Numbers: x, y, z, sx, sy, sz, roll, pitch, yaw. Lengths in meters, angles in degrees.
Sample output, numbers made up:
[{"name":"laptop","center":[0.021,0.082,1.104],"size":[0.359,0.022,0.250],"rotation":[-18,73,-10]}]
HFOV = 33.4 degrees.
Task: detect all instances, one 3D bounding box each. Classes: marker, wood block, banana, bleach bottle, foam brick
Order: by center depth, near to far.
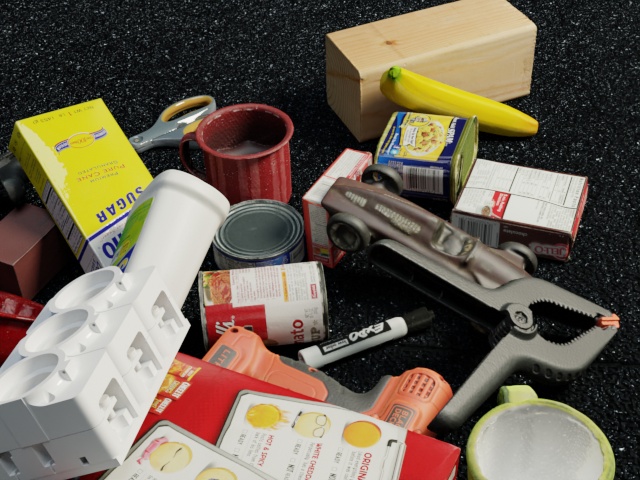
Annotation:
[{"name":"bleach bottle","center":[-0.150,0.070,0.830],"size":[0.068,0.103,0.250],"rotation":[30,55,-18]},{"name":"marker","center":[0.040,0.081,0.883],"size":[0.121,0.020,0.020],"rotation":[-18,42,-17]},{"name":"foam brick","center":[-0.269,0.012,0.965],"size":[0.053,0.051,0.078],"rotation":[17,44,22]},{"name":"banana","center":[0.130,-0.139,1.084],"size":[0.197,0.037,0.070],"rotation":[13,11,-31]},{"name":"wood block","center":[0.117,-0.189,1.150],"size":[0.205,0.090,0.091],"rotation":[-17,42,-16]}]

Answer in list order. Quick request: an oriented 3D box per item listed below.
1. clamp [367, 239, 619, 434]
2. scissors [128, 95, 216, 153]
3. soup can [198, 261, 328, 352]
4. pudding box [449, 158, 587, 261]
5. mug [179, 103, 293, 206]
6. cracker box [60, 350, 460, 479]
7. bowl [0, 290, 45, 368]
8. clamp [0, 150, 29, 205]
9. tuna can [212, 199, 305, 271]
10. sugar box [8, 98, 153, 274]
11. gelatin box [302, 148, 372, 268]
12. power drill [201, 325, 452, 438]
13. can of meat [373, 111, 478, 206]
[{"name":"clamp","center":[0.140,0.062,0.830],"size":[0.209,0.036,0.164],"rotation":[-5,56,-30]},{"name":"scissors","center":[-0.173,-0.098,1.118],"size":[0.096,0.016,0.201],"rotation":[26,48,31]},{"name":"soup can","center":[-0.047,0.054,0.884],"size":[0.102,0.068,0.068],"rotation":[-5,40,-3]},{"name":"pudding box","center":[0.185,-0.030,0.993],"size":[0.114,0.039,0.090],"rotation":[13,42,16]},{"name":"mug","center":[-0.082,-0.075,1.032],"size":[0.117,0.081,0.093],"rotation":[8,41,14]},{"name":"cracker box","center":[-0.043,0.171,0.659],"size":[0.214,0.072,0.164],"rotation":[16,40,21]},{"name":"bowl","center":[-0.295,0.067,0.861],"size":[0.162,0.055,0.162],"rotation":[16,-2,0]},{"name":"clamp","center":[-0.322,-0.056,1.043],"size":[0.120,0.039,0.171],"rotation":[-14,18,8]},{"name":"tuna can","center":[-0.056,0.001,0.976],"size":[0.086,0.034,0.086],"rotation":[-2,40,2]},{"name":"sugar box","center":[-0.197,-0.041,0.963],"size":[0.093,0.048,0.176],"rotation":[-24,69,-36]},{"name":"gelatin box","center":[0.019,-0.031,0.978],"size":[0.030,0.073,0.089],"rotation":[17,43,24]},{"name":"power drill","center":[-0.017,0.146,0.783],"size":[0.188,0.057,0.184],"rotation":[18,44,22]},{"name":"can of meat","center":[0.104,-0.083,1.049],"size":[0.084,0.057,0.102],"rotation":[8,40,17]}]
